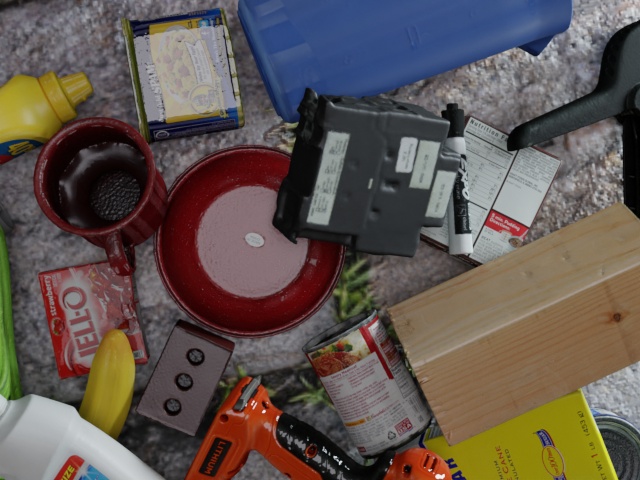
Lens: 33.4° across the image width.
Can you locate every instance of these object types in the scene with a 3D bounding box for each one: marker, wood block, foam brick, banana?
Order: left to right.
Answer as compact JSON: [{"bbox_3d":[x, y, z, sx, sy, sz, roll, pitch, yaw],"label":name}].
[{"bbox_3d":[-0.192,0.158,0.845,0.037,0.069,0.198,38,98,30],"label":"banana"},{"bbox_3d":[-0.108,0.109,0.858,0.053,0.051,0.078,24,92,-4],"label":"foam brick"},{"bbox_3d":[0.109,-0.049,0.853,0.020,0.020,0.121,-3,88,-4],"label":"marker"},{"bbox_3d":[0.169,0.065,0.837,0.206,0.090,0.091,-25,117,2],"label":"wood block"}]

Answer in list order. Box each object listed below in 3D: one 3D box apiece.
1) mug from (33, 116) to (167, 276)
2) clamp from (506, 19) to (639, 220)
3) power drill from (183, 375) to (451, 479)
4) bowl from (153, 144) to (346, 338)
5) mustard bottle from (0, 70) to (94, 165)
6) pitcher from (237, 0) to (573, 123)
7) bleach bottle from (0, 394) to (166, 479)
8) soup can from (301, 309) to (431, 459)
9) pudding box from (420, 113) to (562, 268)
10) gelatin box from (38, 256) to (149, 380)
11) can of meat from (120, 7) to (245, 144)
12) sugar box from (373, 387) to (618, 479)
[{"bbox_3d":[-0.162,-0.028,0.830,0.093,0.081,0.117,-18,76,0],"label":"mug"},{"bbox_3d":[0.247,-0.113,0.875,0.164,0.036,0.210,29,81,-24],"label":"clamp"},{"bbox_3d":[-0.011,0.205,0.844,0.187,0.057,0.185,28,117,4],"label":"power drill"},{"bbox_3d":[-0.056,0.001,0.862,0.162,0.055,0.162,0,90,-5],"label":"bowl"},{"bbox_3d":[-0.264,-0.079,0.826,0.191,0.096,0.058,-29,91,-4],"label":"mustard bottle"},{"bbox_3d":[0.060,-0.192,0.832,0.243,0.145,0.149,-22,80,-1],"label":"pitcher"},{"bbox_3d":[-0.172,0.204,0.811,0.102,0.068,0.250,-43,110,7],"label":"bleach bottle"},{"bbox_3d":[0.038,0.116,0.863,0.068,0.068,0.102,-29,93,-4],"label":"soup can"},{"bbox_3d":[0.135,-0.036,0.884,0.090,0.039,0.113,26,86,-3],"label":"pudding box"},{"bbox_3d":[-0.183,0.063,0.865,0.073,0.030,0.089,-11,91,-4],"label":"gelatin box"},{"bbox_3d":[-0.110,-0.132,0.857,0.084,0.057,0.102,-10,92,-7],"label":"can of meat"},{"bbox_3d":[0.141,0.185,0.860,0.176,0.048,0.093,-22,92,11],"label":"sugar box"}]
